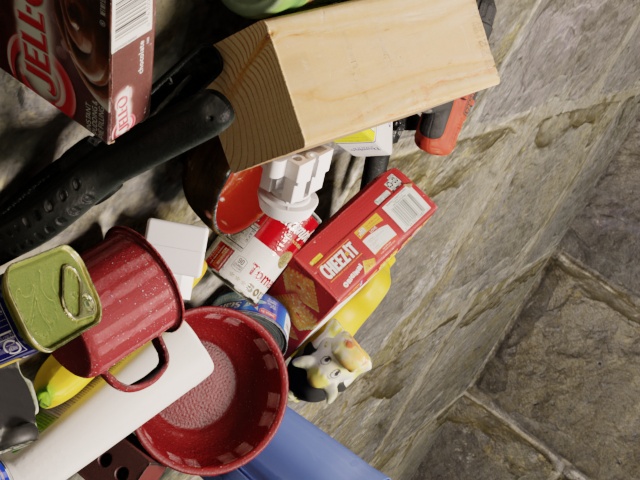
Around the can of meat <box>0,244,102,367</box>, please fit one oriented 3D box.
[{"bbox_3d":[-0.199,0.049,0.671,0.084,0.057,0.102,-23,-176,15],"label":"can of meat"}]

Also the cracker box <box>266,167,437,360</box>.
[{"bbox_3d":[0.013,0.031,1.138,0.164,0.072,0.214,-42,176,-30],"label":"cracker box"}]

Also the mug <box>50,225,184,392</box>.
[{"bbox_3d":[-0.156,0.059,0.791,0.081,0.117,0.093,-35,-166,-35],"label":"mug"}]

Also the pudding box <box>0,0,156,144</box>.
[{"bbox_3d":[-0.131,-0.119,0.561,0.039,0.090,0.114,-41,157,-39],"label":"pudding box"}]

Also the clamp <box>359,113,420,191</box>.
[{"bbox_3d":[0.074,-0.127,1.143,0.171,0.039,0.120,85,29,-59],"label":"clamp"}]

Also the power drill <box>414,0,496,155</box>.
[{"bbox_3d":[0.128,-0.187,1.094,0.187,0.057,0.184,13,93,-69],"label":"power drill"}]

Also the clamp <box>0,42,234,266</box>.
[{"bbox_3d":[-0.138,-0.050,0.670,0.210,0.036,0.164,-33,-160,13],"label":"clamp"}]

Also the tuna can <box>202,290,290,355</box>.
[{"bbox_3d":[-0.074,0.089,1.078,0.086,0.086,0.033,106,-6,-45],"label":"tuna can"}]

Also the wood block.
[{"bbox_3d":[0.024,-0.125,0.784,0.205,0.090,0.091,-22,-174,-39],"label":"wood block"}]

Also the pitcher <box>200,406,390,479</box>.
[{"bbox_3d":[-0.059,0.232,1.117,0.144,0.243,0.149,-42,158,-34],"label":"pitcher"}]

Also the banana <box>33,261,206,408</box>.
[{"bbox_3d":[-0.169,0.078,0.869,0.197,0.070,0.037,-46,116,-39],"label":"banana"}]

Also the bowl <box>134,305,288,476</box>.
[{"bbox_3d":[-0.115,0.143,1.033,0.162,0.162,0.055,-49,-163,-16],"label":"bowl"}]

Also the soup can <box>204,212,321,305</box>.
[{"bbox_3d":[-0.057,0.001,0.996,0.102,0.068,0.068,-52,162,-5],"label":"soup can"}]

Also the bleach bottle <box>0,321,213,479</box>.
[{"bbox_3d":[-0.210,0.158,0.884,0.250,0.068,0.103,-38,-166,-26],"label":"bleach bottle"}]

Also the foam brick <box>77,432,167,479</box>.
[{"bbox_3d":[-0.194,0.209,1.010,0.053,0.078,0.051,-55,161,-4],"label":"foam brick"}]

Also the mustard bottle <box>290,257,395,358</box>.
[{"bbox_3d":[0.031,0.069,1.306,0.191,0.058,0.096,-51,-154,-14],"label":"mustard bottle"}]
